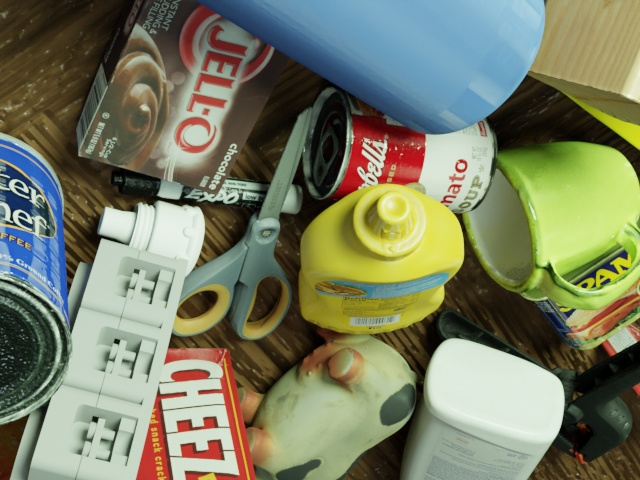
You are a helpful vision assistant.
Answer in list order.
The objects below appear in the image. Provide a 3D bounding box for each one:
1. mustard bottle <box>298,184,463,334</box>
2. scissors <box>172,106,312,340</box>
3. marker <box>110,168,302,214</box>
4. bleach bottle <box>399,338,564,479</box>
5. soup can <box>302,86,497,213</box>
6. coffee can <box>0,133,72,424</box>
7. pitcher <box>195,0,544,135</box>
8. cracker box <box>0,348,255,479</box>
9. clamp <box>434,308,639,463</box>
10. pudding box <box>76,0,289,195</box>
[{"bbox_3d":[0.035,0.010,0.644,0.096,0.058,0.192,-2,164,-2],"label":"mustard bottle"},{"bbox_3d":[-0.054,0.001,0.672,0.096,0.016,0.202,-13,140,-15],"label":"scissors"},{"bbox_3d":[-0.070,-0.032,0.664,0.121,0.020,0.020,6,124,-22],"label":"marker"},{"bbox_3d":[0.101,0.179,0.832,0.102,0.068,0.251,19,140,2],"label":"bleach bottle"},{"bbox_3d":[0.048,-0.054,0.656,0.102,0.068,0.069,5,124,-23],"label":"soup can"},{"bbox_3d":[-0.190,0.017,0.581,0.102,0.140,0.103,-8,126,-11],"label":"coffee can"},{"bbox_3d":[0.007,-0.160,0.532,0.149,0.145,0.242,-38,133,27],"label":"pitcher"},{"bbox_3d":[-0.153,0.149,0.678,0.213,0.164,0.072,1,135,-19],"label":"cracker box"},{"bbox_3d":[0.178,0.115,0.823,0.165,0.036,0.210,11,151,22],"label":"clamp"},{"bbox_3d":[-0.078,-0.089,0.605,0.089,0.039,0.114,16,120,-29],"label":"pudding box"}]
